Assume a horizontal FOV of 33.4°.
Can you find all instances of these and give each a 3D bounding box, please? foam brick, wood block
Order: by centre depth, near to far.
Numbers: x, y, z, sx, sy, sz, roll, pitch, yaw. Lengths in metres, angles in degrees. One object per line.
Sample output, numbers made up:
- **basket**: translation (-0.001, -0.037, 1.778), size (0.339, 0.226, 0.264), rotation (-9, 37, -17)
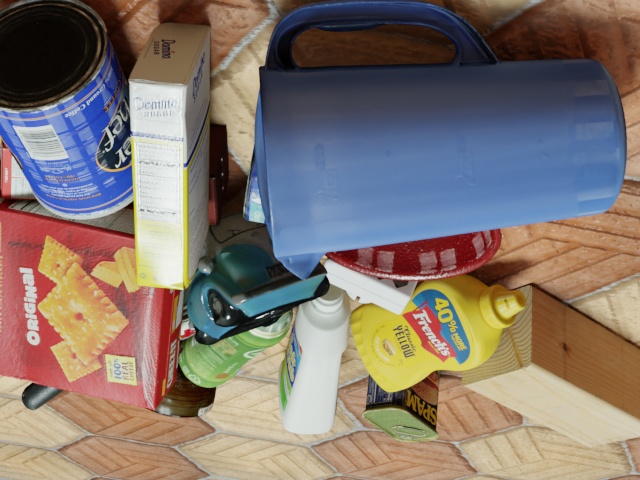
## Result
- **foam brick**: translation (-0.106, -0.055, 0.889), size (0.051, 0.053, 0.078), rotation (7, 151, 1)
- **wood block**: translation (0.249, 0.134, 1.101), size (0.205, 0.091, 0.090), rotation (29, 144, -32)

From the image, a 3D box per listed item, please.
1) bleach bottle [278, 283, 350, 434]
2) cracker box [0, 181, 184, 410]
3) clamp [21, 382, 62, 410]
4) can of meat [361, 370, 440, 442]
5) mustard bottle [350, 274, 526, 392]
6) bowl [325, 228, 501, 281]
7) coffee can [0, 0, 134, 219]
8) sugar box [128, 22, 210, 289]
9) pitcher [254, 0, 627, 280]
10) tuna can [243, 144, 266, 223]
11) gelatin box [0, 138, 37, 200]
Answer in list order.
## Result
- **bleach bottle**: translation (-0.004, 0.111, 1.134), size (0.068, 0.102, 0.251), rotation (1, 145, -6)
- **cracker box**: translation (-0.231, 0.046, 0.949), size (0.214, 0.072, 0.164), rotation (11, 112, 7)
- **clamp**: translation (-0.228, 0.114, 1.053), size (0.120, 0.039, 0.172), rotation (-16, 147, -34)
- **can of meat**: translation (0.094, 0.173, 1.213), size (0.058, 0.084, 0.102), rotation (-13, 145, 32)
- **mustard bottle**: translation (0.120, 0.083, 1.045), size (0.192, 0.096, 0.058), rotation (-24, 178, 42)
- **bowl**: translation (0.071, -0.026, 0.895), size (0.162, 0.055, 0.162), rotation (6, 151, 3)
- **coffee can**: translation (-0.188, -0.095, 0.787), size (0.103, 0.102, 0.140), rotation (3, 150, 9)
- **sugar box**: translation (-0.108, -0.060, 0.779), size (0.048, 0.093, 0.176), rotation (5, 126, 3)
- **pitcher**: translation (0.076, -0.072, 0.728), size (0.243, 0.145, 0.149), rotation (-5, 149, -2)
- **tuna can**: translation (-0.037, -0.055, 0.839), size (0.033, 0.086, 0.086), rotation (10, 151, -1)
- **gelatin box**: translation (-0.224, -0.065, 0.902), size (0.089, 0.030, 0.073), rotation (1, 148, -16)
